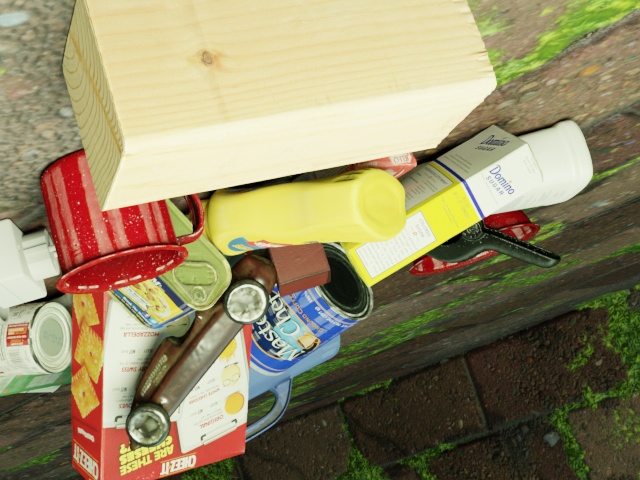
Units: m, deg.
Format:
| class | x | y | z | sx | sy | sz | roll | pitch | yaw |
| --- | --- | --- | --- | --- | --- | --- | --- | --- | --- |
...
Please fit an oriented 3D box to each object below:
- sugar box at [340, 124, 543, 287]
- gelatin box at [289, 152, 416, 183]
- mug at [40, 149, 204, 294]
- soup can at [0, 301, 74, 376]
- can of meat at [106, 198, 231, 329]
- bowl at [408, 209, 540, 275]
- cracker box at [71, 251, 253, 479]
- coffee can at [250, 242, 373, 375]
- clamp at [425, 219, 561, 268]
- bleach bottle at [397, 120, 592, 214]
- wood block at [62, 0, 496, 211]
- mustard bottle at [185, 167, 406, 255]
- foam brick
| class | x | y | z | sx | sy | sz | roll | pitch | yaw |
| --- | --- | --- | --- | --- | --- | --- | --- | --- | --- |
| sugar box | 0.099 | -0.032 | 0.928 | 0.176 | 0.048 | 0.093 | -28 | -161 | 0 |
| gelatin box | 0.028 | -0.057 | 0.924 | 0.073 | 0.030 | 0.089 | -8 | 164 | -39 |
| mug | -0.137 | -0.018 | 0.751 | 0.117 | 0.081 | 0.093 | -10 | 165 | -29 |
| soup can | -0.289 | 0.094 | 0.995 | 0.102 | 0.068 | 0.068 | -6 | 172 | 23 |
| can of meat | -0.137 | 0.021 | 0.877 | 0.084 | 0.102 | 0.057 | -28 | -160 | 48 |
| bowl | 0.173 | -0.012 | 1.254 | 0.162 | 0.055 | 0.162 | -17 | 167 | -4 |
| cracker box | -0.151 | 0.114 | 1.019 | 0.163 | 0.214 | 0.072 | -9 | -158 | -37 |
| coffee can | -0.025 | 0.078 | 1.216 | 0.141 | 0.103 | 0.102 | -36 | 159 | 31 |
| clamp | 0.173 | -0.010 | 1.147 | 0.172 | 0.120 | 0.039 | -18 | -176 | 21 |
| bleach bottle | 0.123 | -0.049 | 1.019 | 0.250 | 0.068 | 0.103 | -13 | 166 | -12 |
| wood block | -0.024 | -0.090 | 0.579 | 0.205 | 0.091 | 0.090 | -12 | 165 | -22 |
| mustard bottle | -0.033 | -0.021 | 0.873 | 0.192 | 0.058 | 0.096 | -5 | 179 | 29 |
| foam brick | -0.026 | 0.006 | 1.013 | 0.051 | 0.078 | 0.053 | -16 | 165 | -4 |
